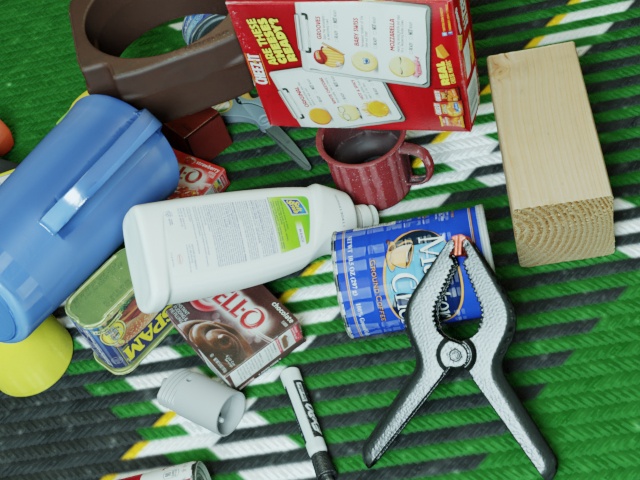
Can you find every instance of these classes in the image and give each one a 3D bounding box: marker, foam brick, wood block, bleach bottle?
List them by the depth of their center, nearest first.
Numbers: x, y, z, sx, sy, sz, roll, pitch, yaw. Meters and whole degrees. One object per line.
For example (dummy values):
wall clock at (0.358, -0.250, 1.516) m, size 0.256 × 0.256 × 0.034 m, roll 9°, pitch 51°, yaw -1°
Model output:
marker at (-0.011, 0.166, 0.957) m, size 0.020 × 0.020 × 0.121 m, roll -22°, pitch 50°, yaw -1°
bleach bottle at (-0.057, 0.001, 1.027) m, size 0.250 × 0.068 × 0.102 m, roll -8°, pitch 78°, yaw -26°
wood block at (0.222, -0.086, 1.040) m, size 0.091 × 0.090 × 0.206 m, roll -9°, pitch 50°, yaw 10°
foam brick at (-0.148, -0.130, 1.213) m, size 0.053 × 0.051 × 0.078 m, roll -40°, pitch 52°, yaw -14°

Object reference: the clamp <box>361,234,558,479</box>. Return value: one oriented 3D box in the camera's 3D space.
clamp at (0.127, 0.102, 0.900) m, size 0.165 × 0.036 × 0.210 m, roll 8°, pitch 89°, yaw 17°

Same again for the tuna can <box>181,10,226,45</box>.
tuna can at (-0.120, -0.248, 1.276) m, size 0.086 × 0.086 × 0.034 m, roll -23°, pitch 52°, yaw -2°

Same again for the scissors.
scissors at (-0.082, -0.131, 1.217) m, size 0.096 × 0.016 × 0.202 m, roll -22°, pitch 50°, yaw 1°

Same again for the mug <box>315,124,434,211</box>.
mug at (0.060, -0.082, 1.091) m, size 0.117 × 0.081 × 0.093 m, roll 7°, pitch 55°, yaw 22°

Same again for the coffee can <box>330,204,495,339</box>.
coffee can at (0.089, 0.029, 0.980) m, size 0.140 × 0.103 × 0.103 m, roll -10°, pitch 50°, yaw 9°

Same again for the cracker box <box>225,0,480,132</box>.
cracker box at (0.038, -0.186, 1.018) m, size 0.214 × 0.164 × 0.072 m, roll 4°, pitch 52°, yaw 20°

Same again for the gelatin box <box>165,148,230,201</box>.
gelatin box at (-0.156, -0.059, 1.173) m, size 0.089 × 0.030 × 0.073 m, roll 23°, pitch 62°, yaw 30°

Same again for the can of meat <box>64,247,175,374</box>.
can of meat at (-0.192, 0.067, 1.049) m, size 0.058 × 0.084 × 0.102 m, roll 29°, pitch 65°, yaw 33°

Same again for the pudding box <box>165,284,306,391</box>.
pudding box at (-0.082, 0.082, 1.032) m, size 0.090 × 0.039 × 0.114 m, roll -37°, pitch 52°, yaw -14°

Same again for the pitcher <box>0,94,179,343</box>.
pitcher at (-0.245, -0.024, 1.007) m, size 0.145 × 0.149 × 0.242 m, roll 15°, pitch 48°, yaw 23°
